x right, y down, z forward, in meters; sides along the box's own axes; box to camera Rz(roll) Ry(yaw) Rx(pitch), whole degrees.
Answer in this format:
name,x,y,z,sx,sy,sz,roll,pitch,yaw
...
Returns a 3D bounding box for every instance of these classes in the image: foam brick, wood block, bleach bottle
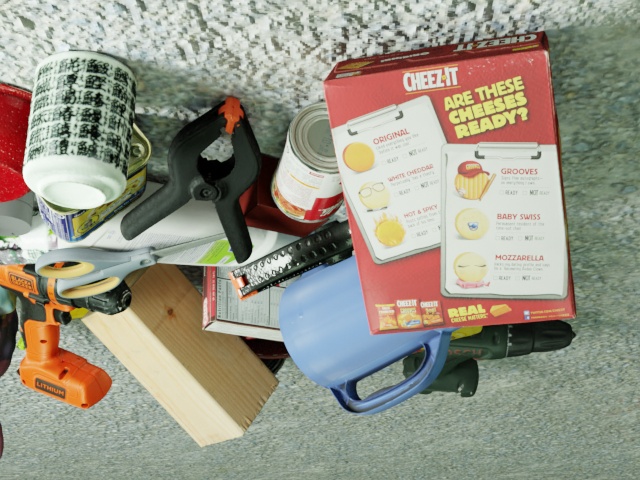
name,x,y,z,sx,sy,sz,roll,pitch,yaw
foam brick,-0.036,-0.040,0.993,0.078,0.053,0.051,13,154,-27
wood block,-0.156,0.126,1.212,0.090,0.090,0.206,-25,110,46
bleach bottle,-0.124,-0.008,1.060,0.250,0.068,0.103,10,154,-28

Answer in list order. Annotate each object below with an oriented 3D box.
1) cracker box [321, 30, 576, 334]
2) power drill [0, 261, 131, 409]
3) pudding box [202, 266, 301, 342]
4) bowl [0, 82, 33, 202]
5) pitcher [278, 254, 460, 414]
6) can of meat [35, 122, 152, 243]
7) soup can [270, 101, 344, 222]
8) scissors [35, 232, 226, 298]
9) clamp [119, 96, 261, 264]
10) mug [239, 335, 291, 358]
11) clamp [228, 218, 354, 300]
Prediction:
name,x,y,z,sx,sy,sz,roll,pitch,yaw
cracker box,0.104,-0.040,0.819,0.164,0.072,0.214,-6,113,13
power drill,-0.275,0.092,1.154,0.185,0.057,0.188,18,128,24
pudding box,-0.075,0.061,1.190,0.113,0.090,0.039,11,155,-26
bowl,-0.292,-0.074,0.907,0.162,0.055,0.162,0,158,0
pitcher,0.085,0.069,1.121,0.243,0.144,0.149,-29,108,36
can of meat,-0.195,-0.051,0.915,0.102,0.057,0.084,-38,170,-19
soup can,-0.002,-0.066,0.911,0.068,0.068,0.102,4,157,-9
scissors,-0.181,0.012,0.995,0.202,0.016,0.096,-23,150,28
clamp,-0.090,-0.045,0.922,0.120,0.039,0.172,15,133,-25
mug,-0.070,0.089,1.269,0.117,0.081,0.093,3,158,-9
clamp,0.018,0.001,0.994,0.210,0.036,0.164,-25,175,6
